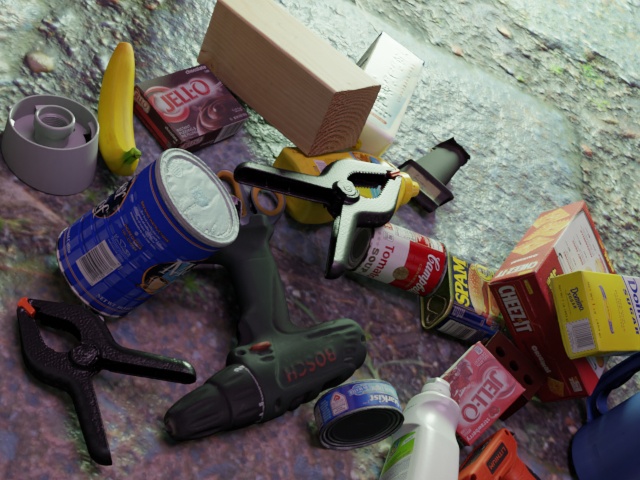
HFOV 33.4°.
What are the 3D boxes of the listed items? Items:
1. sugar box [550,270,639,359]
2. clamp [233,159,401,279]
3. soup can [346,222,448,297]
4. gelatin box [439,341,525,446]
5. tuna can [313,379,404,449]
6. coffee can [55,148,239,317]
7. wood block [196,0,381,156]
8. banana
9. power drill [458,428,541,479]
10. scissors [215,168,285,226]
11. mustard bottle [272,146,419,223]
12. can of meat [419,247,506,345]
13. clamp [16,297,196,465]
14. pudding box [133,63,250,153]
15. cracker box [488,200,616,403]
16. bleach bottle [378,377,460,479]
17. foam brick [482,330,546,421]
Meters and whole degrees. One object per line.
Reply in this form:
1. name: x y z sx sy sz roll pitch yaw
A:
1. sugar box: 0.328 0.086 1.223 0.175 0.048 0.093 4 72 -50
2. clamp: 0.025 -0.036 1.163 0.209 0.036 0.165 -14 57 -43
3. soup can: 0.086 0.018 1.228 0.102 0.069 0.068 20 45 -20
4. gelatin box: 0.164 0.165 1.152 0.089 0.030 0.073 -42 83 -11
5. tuna can: 0.037 0.171 1.046 0.086 0.086 0.034 8 49 -31
6. coffee can: -0.161 -0.006 0.994 0.102 0.140 0.103 42 28 -29
7. wood block: -0.040 -0.199 1.270 0.206 0.091 0.090 42 36 26
8. banana: -0.212 -0.131 1.142 0.037 0.070 0.198 23 35 -35
9. power drill: 0.213 0.299 1.086 0.187 0.057 0.184 47 38 4
10. scissors: -0.058 0.001 1.175 0.096 0.016 0.202 -11 61 -35
11. mustard bottle: 0.041 -0.064 1.273 0.191 0.058 0.096 0 49 -36
12. can of meat: 0.167 0.068 1.252 0.083 0.058 0.102 23 45 -22
13. clamp: -0.209 0.117 0.939 0.171 0.039 0.120 28 49 11
14. pudding box: -0.151 -0.150 1.223 0.090 0.039 0.113 50 42 12
15. cracker box: 0.292 0.070 1.283 0.213 0.072 0.164 -41 109 -52
16. bleach bottle: 0.095 0.229 1.024 0.068 0.103 0.250 35 42 -13
17. foam brick: 0.205 0.154 1.208 0.078 0.051 0.052 45 42 5
